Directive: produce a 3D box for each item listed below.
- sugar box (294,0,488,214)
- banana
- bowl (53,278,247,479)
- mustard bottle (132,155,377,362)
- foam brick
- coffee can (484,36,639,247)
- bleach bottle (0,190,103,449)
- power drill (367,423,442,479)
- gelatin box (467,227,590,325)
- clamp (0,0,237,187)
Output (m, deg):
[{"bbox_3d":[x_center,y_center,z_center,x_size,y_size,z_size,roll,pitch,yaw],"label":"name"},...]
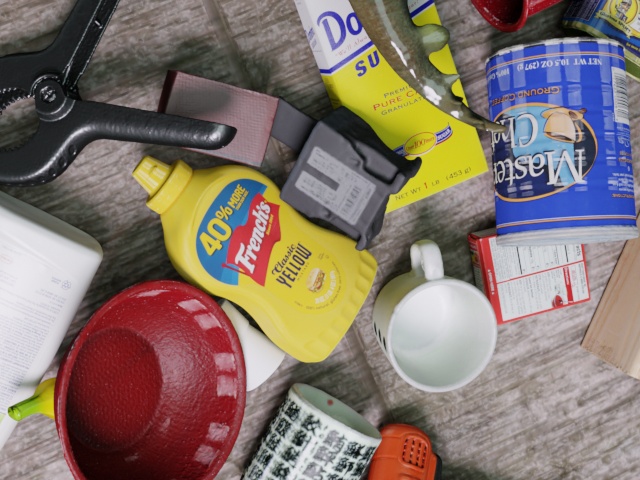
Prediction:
[{"bbox_3d":[0.053,-0.118,0.793,0.093,0.048,0.176,-23,106,-7],"label":"sugar box"},{"bbox_3d":[-0.155,0.161,0.784,0.069,0.037,0.197,-54,127,-31],"label":"banana"},{"bbox_3d":[-0.127,0.106,0.742,0.161,0.055,0.162,-2,93,-47],"label":"bowl"},{"bbox_3d":[-0.055,0.001,0.780,0.191,0.058,0.096,37,72,-16],"label":"mustard bottle"},{"bbox_3d":[-0.077,-0.088,0.764,0.078,0.053,0.051,13,97,-17],"label":"foam brick"},{"bbox_3d":[0.177,-0.068,0.787,0.102,0.103,0.140,-2,86,-14],"label":"coffee can"},{"bbox_3d":[-0.252,0.094,0.749,0.102,0.068,0.251,28,94,-19],"label":"bleach bottle"},{"bbox_3d":[0.108,0.255,0.834,0.187,0.057,0.184,25,62,-21],"label":"power drill"},{"bbox_3d":[0.168,0.021,0.856,0.089,0.030,0.073,-14,102,-11],"label":"gelatin box"},{"bbox_3d":[-0.168,-0.089,0.722,0.210,0.036,0.164,-34,78,5],"label":"clamp"}]
